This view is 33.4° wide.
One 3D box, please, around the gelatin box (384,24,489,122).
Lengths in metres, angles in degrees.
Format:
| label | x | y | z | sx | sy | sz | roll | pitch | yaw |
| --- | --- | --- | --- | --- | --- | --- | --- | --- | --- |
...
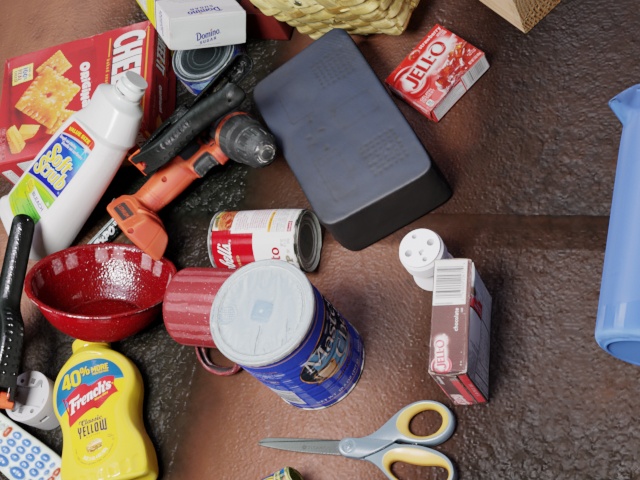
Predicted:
| label | x | y | z | sx | sy | sz | roll | pitch | yaw |
| --- | --- | --- | --- | --- | --- | --- | --- | --- | --- |
| gelatin box | 0.125 | -0.180 | 1.150 | 0.089 | 0.030 | 0.073 | -47 | 56 | -4 |

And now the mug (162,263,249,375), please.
| label | x | y | z | sx | sy | sz | roll | pitch | yaw |
| --- | --- | --- | --- | --- | --- | --- | --- | --- | --- |
| mug | -0.106 | 0.081 | 1.095 | 0.082 | 0.093 | 0.117 | 1 | 102 | 29 |

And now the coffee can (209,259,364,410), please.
| label | x | y | z | sx | sy | sz | roll | pitch | yaw |
| --- | --- | --- | --- | --- | --- | --- | --- | --- | --- |
| coffee can | -0.029 | 0.092 | 1.013 | 0.103 | 0.140 | 0.103 | -10 | 61 | 19 |

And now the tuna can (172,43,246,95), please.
| label | x | y | z | sx | sy | sz | roll | pitch | yaw |
| --- | --- | --- | --- | --- | --- | --- | --- | --- | --- |
| tuna can | -0.134 | -0.217 | 1.282 | 0.086 | 0.033 | 0.086 | -10 | 61 | 19 |

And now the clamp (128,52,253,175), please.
| label | x | y | z | sx | sy | sz | roll | pitch | yaw |
| --- | --- | --- | --- | --- | --- | --- | --- | --- | --- |
| clamp | -0.135 | -0.127 | 1.131 | 0.171 | 0.039 | 0.120 | -43 | 13 | 11 |

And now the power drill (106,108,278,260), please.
| label | x | y | z | sx | sy | sz | roll | pitch | yaw |
| --- | --- | --- | --- | --- | --- | --- | --- | --- | --- |
| power drill | -0.139 | -0.068 | 1.166 | 0.187 | 0.057 | 0.185 | -46 | 30 | -4 |

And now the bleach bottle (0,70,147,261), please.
| label | x | y | z | sx | sy | sz | roll | pitch | yaw |
| --- | --- | --- | --- | --- | --- | --- | --- | --- | --- |
| bleach bottle | -0.271 | -0.093 | 1.197 | 0.251 | 0.067 | 0.103 | -50 | 55 | 28 |

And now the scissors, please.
| label | x | y | z | sx | sy | sz | roll | pitch | yaw |
| --- | --- | --- | --- | --- | --- | --- | --- | --- | --- |
| scissors | 0.042 | 0.181 | 1.012 | 0.202 | 0.016 | 0.096 | 15 | 70 | 29 |

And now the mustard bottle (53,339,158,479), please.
| label | x | y | z | sx | sy | sz | roll | pitch | yaw |
| --- | --- | --- | --- | --- | --- | --- | --- | --- | --- |
| mustard bottle | -0.230 | 0.172 | 1.112 | 0.096 | 0.058 | 0.191 | -22 | 58 | 10 |

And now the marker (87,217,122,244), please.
| label | x | y | z | sx | sy | sz | roll | pitch | yaw |
| --- | --- | --- | --- | --- | --- | --- | --- | --- | --- |
| marker | -0.251 | -0.003 | 1.234 | 0.121 | 0.020 | 0.020 | -46 | 56 | -3 |

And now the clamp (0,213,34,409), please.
| label | x | y | z | sx | sy | sz | roll | pitch | yaw |
| --- | --- | --- | --- | --- | --- | --- | --- | --- | --- |
| clamp | -0.343 | 0.084 | 1.156 | 0.165 | 0.036 | 0.210 | -57 | 34 | 32 |

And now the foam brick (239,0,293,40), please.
| label | x | y | z | sx | sy | sz | roll | pitch | yaw |
| --- | --- | --- | --- | --- | --- | --- | --- | --- | --- |
| foam brick | -0.057 | -0.286 | 1.272 | 0.053 | 0.051 | 0.078 | 7 | 68 | 27 |

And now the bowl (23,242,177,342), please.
| label | x | y | z | sx | sy | sz | roll | pitch | yaw |
| --- | --- | --- | --- | --- | --- | --- | --- | --- | --- |
| bowl | -0.233 | 0.062 | 1.143 | 0.162 | 0.055 | 0.162 | 2 | 27 | -1 |

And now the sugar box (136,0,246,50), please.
| label | x | y | z | sx | sy | sz | roll | pitch | yaw |
| --- | --- | --- | --- | --- | --- | --- | --- | --- | --- |
| sugar box | -0.158 | -0.280 | 1.269 | 0.093 | 0.048 | 0.176 | -10 | 37 | -18 |

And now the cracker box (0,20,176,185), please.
| label | x | y | z | sx | sy | sz | roll | pitch | yaw |
| --- | --- | --- | --- | --- | --- | --- | --- | --- | --- |
| cracker box | -0.286 | -0.165 | 1.301 | 0.214 | 0.072 | 0.164 | -11 | 61 | 18 |

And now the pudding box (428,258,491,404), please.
| label | x | y | z | sx | sy | sz | roll | pitch | yaw |
| --- | --- | --- | --- | --- | --- | --- | --- | --- | --- |
| pudding box | 0.129 | 0.084 | 0.978 | 0.039 | 0.090 | 0.113 | -2 | 63 | 21 |

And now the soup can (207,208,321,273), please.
| label | x | y | z | sx | sy | sz | roll | pitch | yaw |
| --- | --- | --- | --- | --- | --- | --- | --- | --- | --- |
| soup can | -0.057 | 0.001 | 1.116 | 0.102 | 0.068 | 0.068 | -1 | 65 | 23 |
